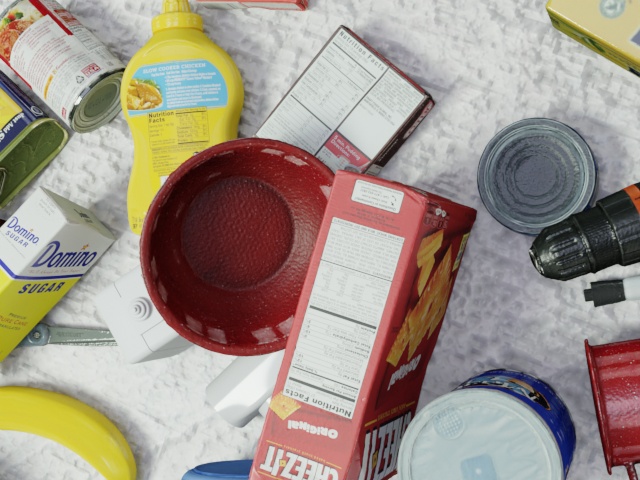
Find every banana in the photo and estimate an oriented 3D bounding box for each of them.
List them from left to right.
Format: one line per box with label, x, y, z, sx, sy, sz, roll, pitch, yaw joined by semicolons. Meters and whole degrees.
banana;-0.227;0.158;0.879;0.198;0.037;0.069;22;82;16

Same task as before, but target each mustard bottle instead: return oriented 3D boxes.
mustard bottle;-0.108;-0.101;0.840;0.096;0.058;0.191;-5;87;7

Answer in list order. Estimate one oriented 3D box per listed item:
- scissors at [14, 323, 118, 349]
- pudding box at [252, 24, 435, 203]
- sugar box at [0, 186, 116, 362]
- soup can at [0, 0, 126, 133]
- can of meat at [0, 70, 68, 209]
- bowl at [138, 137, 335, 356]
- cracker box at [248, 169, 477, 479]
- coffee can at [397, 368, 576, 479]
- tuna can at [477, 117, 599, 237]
scissors;-0.248;0.062;0.903;0.202;0.016;0.096;-15;84;16
pudding box;0.017;-0.093;0.814;0.090;0.039;0.113;43;99;14
sugar box;-0.250;0.042;0.850;0.176;0.093;0.048;-44;74;2
soup can;-0.210;-0.145;0.869;0.102;0.068;0.068;43;101;13
can of meat;-0.277;-0.085;0.887;0.084;0.057;0.102;43;86;16
bowl;-0.055;0.001;0.787;0.162;0.055;0.162;-3;104;-14
cracker box;0.037;0.067;0.739;0.072;0.164;0.214;17;93;19
coffee can;0.117;0.144;0.724;0.103;0.140;0.103;0;89;17
tuna can;0.157;-0.045;0.771;0.086;0.033;0.086;0;89;17
